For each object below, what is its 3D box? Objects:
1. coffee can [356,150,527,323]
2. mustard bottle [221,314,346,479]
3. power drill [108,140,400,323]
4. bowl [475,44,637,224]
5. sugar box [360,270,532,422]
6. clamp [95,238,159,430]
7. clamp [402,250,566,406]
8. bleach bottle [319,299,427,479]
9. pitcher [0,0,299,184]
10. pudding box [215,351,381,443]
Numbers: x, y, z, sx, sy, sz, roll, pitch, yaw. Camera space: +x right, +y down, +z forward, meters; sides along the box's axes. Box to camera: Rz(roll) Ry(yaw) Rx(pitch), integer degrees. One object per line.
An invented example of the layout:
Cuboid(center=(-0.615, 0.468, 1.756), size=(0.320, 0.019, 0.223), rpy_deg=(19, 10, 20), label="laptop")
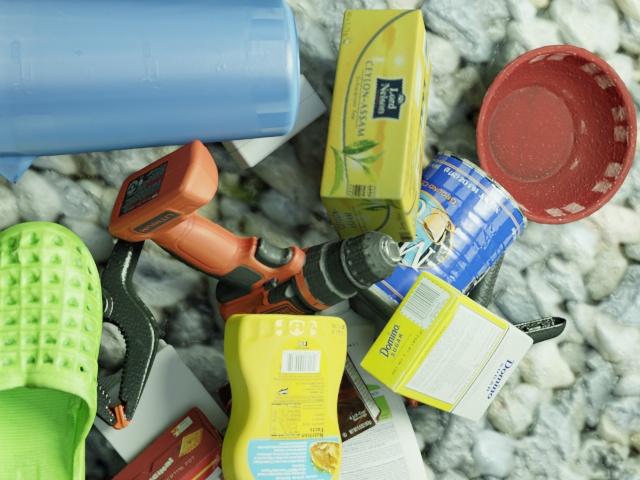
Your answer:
Cuboid(center=(0.097, 0.007, 0.933), size=(0.102, 0.103, 0.140), rpy_deg=(43, 83, -17), label="coffee can")
Cuboid(center=(-0.029, 0.154, 0.829), size=(0.096, 0.058, 0.191), rpy_deg=(4, 84, -31), label="mustard bottle")
Cuboid(center=(-0.055, 0.001, 0.837), size=(0.187, 0.185, 0.057), rpy_deg=(38, 45, -33), label="power drill")
Cuboid(center=(0.206, -0.097, 0.979), size=(0.162, 0.055, 0.162), rpy_deg=(-2, 97, -17), label="bowl")
Cuboid(center=(0.109, 0.093, 0.890), size=(0.093, 0.048, 0.176), rpy_deg=(-56, 149, 2), label="sugar box")
Cuboid(center=(-0.196, 0.051, 0.860), size=(0.164, 0.036, 0.210), rpy_deg=(-8, 80, -12), label="clamp")
Cuboid(center=(0.137, 0.081, 0.987), size=(0.171, 0.039, 0.120), rpy_deg=(-35, 103, -10), label="clamp")
Cuboid(center=(0.040, 0.164, 0.956), size=(0.102, 0.068, 0.251), rpy_deg=(-13, 98, -13), label="bleach bottle")
Cuboid(center=(-0.142, -0.140, 0.811), size=(0.242, 0.149, 0.145), rpy_deg=(-3, 52, -9), label="pitcher")
Cuboid(center=(-0.018, 0.137, 0.902), size=(0.113, 0.039, 0.090), rpy_deg=(-30, 90, 12), label="pudding box")
